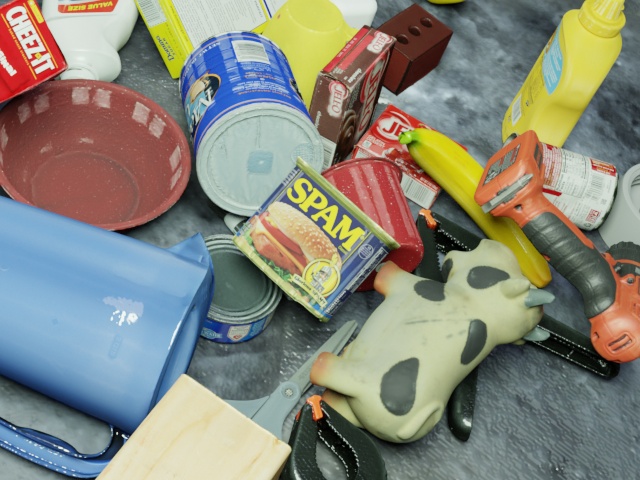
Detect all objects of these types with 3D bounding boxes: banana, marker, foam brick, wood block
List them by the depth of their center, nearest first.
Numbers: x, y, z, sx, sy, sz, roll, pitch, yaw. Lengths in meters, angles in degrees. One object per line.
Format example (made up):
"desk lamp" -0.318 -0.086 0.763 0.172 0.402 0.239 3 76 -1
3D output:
"wood block" -0.115 0.199 0.661 0.090 0.091 0.205 33 55 9
"marker" -0.056 0.001 0.897 0.020 0.020 0.121 -27 65 -34
"banana" 0.136 -0.037 0.951 0.197 0.037 0.069 42 36 -16
"foam brick" 0.087 -0.193 1.078 0.053 0.051 0.078 39 51 13

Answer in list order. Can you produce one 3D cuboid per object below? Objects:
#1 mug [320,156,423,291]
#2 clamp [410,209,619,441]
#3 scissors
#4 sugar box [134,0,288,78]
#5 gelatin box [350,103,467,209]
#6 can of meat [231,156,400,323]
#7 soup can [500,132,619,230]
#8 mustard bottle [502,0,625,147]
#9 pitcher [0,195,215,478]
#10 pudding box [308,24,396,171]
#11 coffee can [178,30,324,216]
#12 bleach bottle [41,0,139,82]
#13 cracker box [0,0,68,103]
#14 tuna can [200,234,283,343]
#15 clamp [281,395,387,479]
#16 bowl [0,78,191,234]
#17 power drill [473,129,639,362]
"mug" 0.026 -0.006 0.893 0.117 0.093 0.081 -21 62 5
"clamp" 0.129 0.063 0.898 0.164 0.036 0.210 -24 62 -27
"scissors" -0.045 0.115 0.811 0.096 0.016 0.201 26 49 0
"sugar box" -0.091 -0.235 1.030 0.176 0.048 0.093 -40 114 -40
"gelatin box" 0.083 -0.080 1.000 0.089 0.030 0.073 32 50 7
"can of meat" -0.005 0.000 0.820 0.102 0.057 0.084 42 92 16
"soup can" 0.218 -0.054 1.000 0.102 0.069 0.068 17 49 -6
"mustard bottle" 0.233 -0.158 1.006 0.058 0.192 0.096 16 50 -6
"pitcher" -0.207 0.048 0.749 0.243 0.145 0.149 20 37 3
"pudding box" 0.023 -0.125 0.961 0.039 0.114 0.089 30 50 11
"coffee can" -0.061 -0.101 0.896 0.102 0.103 0.140 3 35 -17
"bleach bottle" -0.207 -0.227 1.002 0.102 0.068 0.251 8 53 -13
"cracker box" -0.319 -0.098 0.797 0.213 0.164 0.072 -39 113 -38
"tuna can" -0.075 0.039 0.851 0.086 0.034 0.086 9 51 -12
"clamp" 0.012 0.195 0.749 0.120 0.039 0.171 -14 61 -37
"bowl" -0.190 -0.057 0.874 0.162 0.055 0.162 9 50 -11
"power drill" 0.217 -0.004 0.909 0.187 0.057 0.184 47 26 -6
